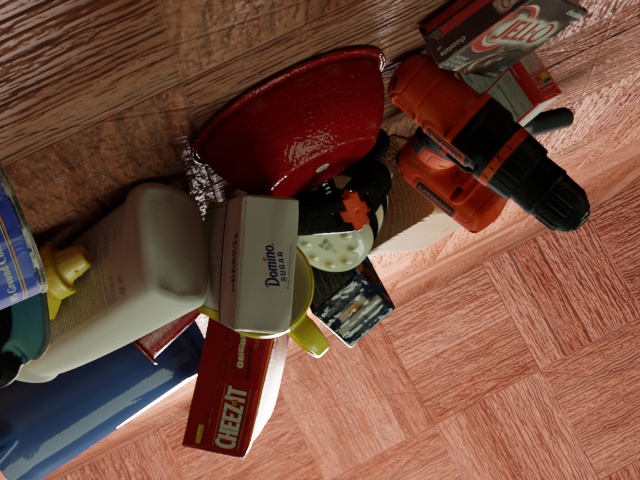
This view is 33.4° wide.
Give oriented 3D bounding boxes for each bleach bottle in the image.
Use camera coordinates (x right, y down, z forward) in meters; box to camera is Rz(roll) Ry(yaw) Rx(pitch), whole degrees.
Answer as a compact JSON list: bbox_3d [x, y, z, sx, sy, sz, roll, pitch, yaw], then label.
[{"bbox_3d":[-0.196,0.048,0.862,0.251,0.102,0.067,-27,151,38],"label":"bleach bottle"}]

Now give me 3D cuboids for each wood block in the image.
[{"bbox_3d":[0.093,-0.045,1.135,0.091,0.090,0.205,-32,169,19],"label":"wood block"}]

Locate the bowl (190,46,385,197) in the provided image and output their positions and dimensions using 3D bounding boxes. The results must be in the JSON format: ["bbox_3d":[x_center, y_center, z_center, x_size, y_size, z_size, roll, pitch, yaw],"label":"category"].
[{"bbox_3d":[-0.012,-0.076,0.786,0.162,0.055,0.162,-27,171,-5],"label":"bowl"}]

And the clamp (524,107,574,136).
[{"bbox_3d":[0.222,-0.126,1.213,0.120,0.039,0.171,-32,169,18],"label":"clamp"}]

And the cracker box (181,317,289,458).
[{"bbox_3d":[-0.078,0.123,1.118,0.072,0.164,0.213,12,-178,3],"label":"cracker box"}]

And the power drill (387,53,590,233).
[{"bbox_3d":[0.131,-0.061,0.878,0.057,0.184,0.187,-46,172,-8],"label":"power drill"}]

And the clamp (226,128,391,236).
[{"bbox_3d":[0.013,-0.047,0.881,0.164,0.036,0.210,-29,-164,-12],"label":"clamp"}]

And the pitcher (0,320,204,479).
[{"bbox_3d":[-0.244,0.146,1.144,0.243,0.149,0.145,-31,138,1],"label":"pitcher"}]

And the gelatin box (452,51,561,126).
[{"bbox_3d":[0.152,-0.129,0.891,0.030,0.073,0.089,-27,171,-25],"label":"gelatin box"}]

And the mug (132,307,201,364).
[{"bbox_3d":[-0.153,0.045,0.951,0.081,0.093,0.117,-43,-149,-9],"label":"mug"}]

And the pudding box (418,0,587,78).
[{"bbox_3d":[0.135,-0.161,0.781,0.090,0.039,0.113,-33,169,28],"label":"pudding box"}]

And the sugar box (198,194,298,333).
[{"bbox_3d":[-0.056,0.016,0.791,0.048,0.093,0.176,4,180,-16],"label":"sugar box"}]
